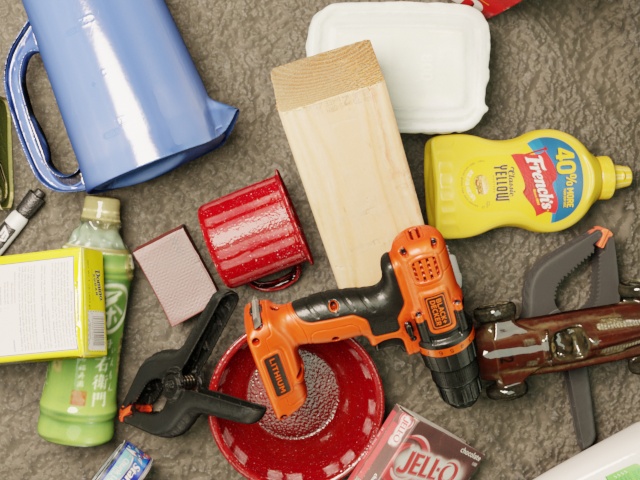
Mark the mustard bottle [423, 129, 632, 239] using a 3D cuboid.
[{"bbox_3d":[0.195,-0.054,0.993,0.191,0.058,0.096,-4,90,-6],"label":"mustard bottle"}]

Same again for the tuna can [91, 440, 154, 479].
[{"bbox_3d":[-0.190,0.224,0.968,0.033,0.086,0.086,38,90,-4],"label":"tuna can"}]

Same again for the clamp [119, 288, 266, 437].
[{"bbox_3d":[-0.119,0.117,0.953,0.172,0.039,0.120,-21,64,35],"label":"clamp"}]

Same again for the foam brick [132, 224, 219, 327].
[{"bbox_3d":[-0.130,0.031,0.979,0.053,0.051,0.078,-27,95,-3],"label":"foam brick"}]

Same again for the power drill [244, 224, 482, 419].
[{"bbox_3d":[0.039,0.090,0.922,0.187,0.057,0.184,-18,116,1],"label":"power drill"}]

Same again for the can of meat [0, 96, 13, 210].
[{"bbox_3d":[-0.324,-0.077,0.955,0.084,0.057,0.102,-2,93,-2],"label":"can of meat"}]

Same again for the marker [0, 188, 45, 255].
[{"bbox_3d":[-0.294,0.001,0.980,0.020,0.020,0.121,39,90,-6],"label":"marker"}]

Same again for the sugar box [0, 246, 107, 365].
[{"bbox_3d":[-0.273,0.061,0.918,0.176,0.048,0.093,-6,81,18],"label":"sugar box"}]

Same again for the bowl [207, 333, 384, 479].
[{"bbox_3d":[-0.024,0.148,0.991,0.162,0.055,0.162,0,93,-4],"label":"bowl"}]

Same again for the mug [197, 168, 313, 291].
[{"bbox_3d":[-0.056,0.001,0.972,0.081,0.093,0.117,-21,131,2],"label":"mug"}]

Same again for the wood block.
[{"bbox_3d":[0.032,-0.054,0.920,0.090,0.091,0.206,-17,123,3],"label":"wood block"}]

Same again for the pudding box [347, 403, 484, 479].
[{"bbox_3d":[0.088,0.211,0.986,0.113,0.039,0.090,32,92,-42],"label":"pudding box"}]

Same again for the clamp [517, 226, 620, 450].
[{"bbox_3d":[0.215,0.081,1.015,0.164,0.036,0.210,18,96,-6],"label":"clamp"}]

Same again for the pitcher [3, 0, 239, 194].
[{"bbox_3d":[-0.193,-0.166,0.928,0.149,0.145,0.243,-23,91,-38],"label":"pitcher"}]
